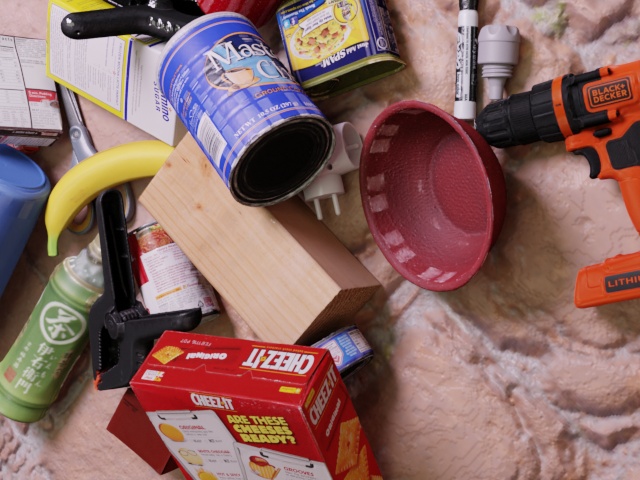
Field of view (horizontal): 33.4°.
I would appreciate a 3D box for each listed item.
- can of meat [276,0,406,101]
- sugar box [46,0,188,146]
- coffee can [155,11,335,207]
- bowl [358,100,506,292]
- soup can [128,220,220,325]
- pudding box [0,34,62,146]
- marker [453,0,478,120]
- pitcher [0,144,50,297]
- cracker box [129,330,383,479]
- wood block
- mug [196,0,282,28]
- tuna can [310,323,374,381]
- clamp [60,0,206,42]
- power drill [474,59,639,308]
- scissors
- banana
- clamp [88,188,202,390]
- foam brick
[{"bbox_3d":[0.015,-0.180,0.950,0.102,0.057,0.084,-18,82,27],"label":"can of meat"},{"bbox_3d":[-0.193,-0.172,1.049,0.176,0.048,0.093,29,129,21],"label":"sugar box"},{"bbox_3d":[-0.066,-0.113,0.916,0.103,0.102,0.140,-48,58,20],"label":"coffee can"},{"bbox_3d":[0.103,-0.041,0.890,0.162,0.055,0.162,27,125,47],"label":"bowl"},{"bbox_3d":[-0.144,0.035,1.032,0.069,0.068,0.102,-25,81,25],"label":"soup can"},{"bbox_3d":[-0.318,-0.155,1.092,0.039,0.089,0.113,-31,68,45],"label":"pudding box"},{"bbox_3d":[0.126,-0.164,0.915,0.020,0.020,0.121,3,93,27],"label":"marker"},{"bbox_3d":[-0.384,0.010,1.120,0.149,0.144,0.243,38,109,11],"label":"pitcher"},{"bbox_3d":[-0.045,0.176,0.922,0.164,0.072,0.213,3,134,27],"label":"cracker box"},{"bbox_3d":[-0.057,0.002,0.974,0.206,0.090,0.090,46,111,18],"label":"wood block"},{"bbox_3d":[-0.069,-0.254,0.964,0.082,0.093,0.117,-46,55,58],"label":"mug"},{"bbox_3d":[0.005,0.112,0.949,0.086,0.086,0.034,-39,77,23],"label":"tuna can"},{"bbox_3d":[-0.158,-0.208,0.994,0.171,0.120,0.039,11,133,-2],"label":"clamp"},{"bbox_3d":[0.222,-0.044,0.848,0.185,0.057,0.187,-12,87,30],"label":"power drill"},{"bbox_3d":[-0.262,-0.093,1.116,0.096,0.016,0.202,-38,75,19],"label":"scissors"},{"bbox_3d":[-0.206,-0.058,1.066,0.198,0.037,0.069,-29,98,17],"label":"banana"},{"bbox_3d":[-0.186,0.064,1.007,0.165,0.036,0.210,57,140,22],"label":"clamp"},{"bbox_3d":[-0.160,0.184,1.055,0.078,0.051,0.053,35,106,22],"label":"foam brick"}]
